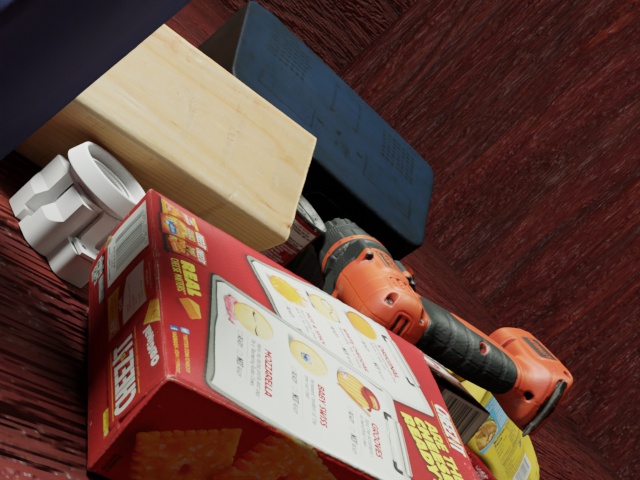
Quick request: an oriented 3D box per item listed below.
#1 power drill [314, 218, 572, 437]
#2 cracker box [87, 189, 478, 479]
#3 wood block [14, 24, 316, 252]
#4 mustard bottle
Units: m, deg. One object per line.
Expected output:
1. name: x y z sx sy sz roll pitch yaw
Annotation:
1. power drill: 0.083 0.060 0.789 0.187 0.057 0.184 30 12 -20
2. cracker box: -0.019 0.086 0.566 0.213 0.072 0.164 32 20 -28
3. wood block: -0.114 -0.074 0.690 0.205 0.091 0.090 35 54 -30
4. mustard bottle: 0.144 0.164 0.969 0.096 0.058 0.191 -49 127 -41
